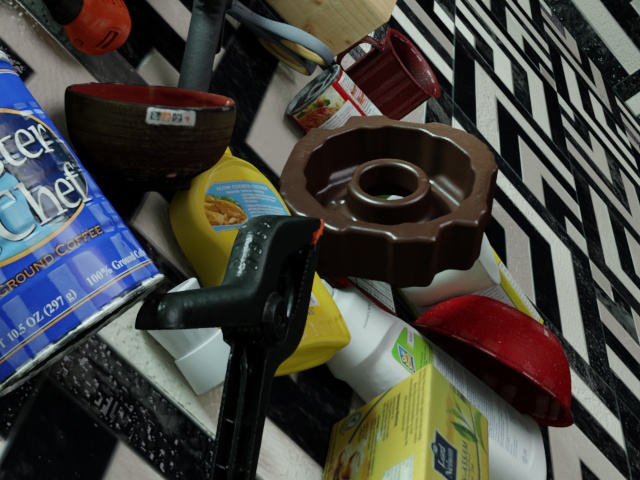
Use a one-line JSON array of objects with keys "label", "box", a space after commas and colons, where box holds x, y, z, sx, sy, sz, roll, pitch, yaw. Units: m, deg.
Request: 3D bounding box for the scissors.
[{"label": "scissors", "box": [-0.063, -0.214, 1.014, 0.096, 0.016, 0.201, 15, -14, 49]}]

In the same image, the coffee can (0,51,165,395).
[{"label": "coffee can", "box": [-0.159, -0.008, 0.528, 0.140, 0.103, 0.102, 54, 24, 0]}]

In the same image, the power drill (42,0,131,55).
[{"label": "power drill", "box": [-0.228, -0.222, 0.736, 0.187, 0.057, 0.184, 10, 43, -56]}]

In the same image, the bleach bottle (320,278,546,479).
[{"label": "bleach bottle", "box": [0.074, 0.112, 0.843, 0.250, 0.068, 0.102, 43, 23, -18]}]

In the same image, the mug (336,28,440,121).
[{"label": "mug", "box": [0.065, -0.179, 1.177, 0.117, 0.082, 0.093, 36, 30, -34]}]

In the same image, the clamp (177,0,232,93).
[{"label": "clamp", "box": [-0.088, -0.192, 0.857, 0.039, 0.172, 0.120, 6, 44, -8]}]

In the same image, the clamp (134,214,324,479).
[{"label": "clamp", "box": [-0.043, 0.042, 0.617, 0.209, 0.036, 0.164, -68, 153, -44]}]

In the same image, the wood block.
[{"label": "wood block", "box": [-0.023, -0.287, 1.030, 0.206, 0.090, 0.090, 43, 43, -23]}]

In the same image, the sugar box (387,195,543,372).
[{"label": "sugar box", "box": [0.117, 0.030, 0.984, 0.176, 0.093, 0.048, 57, 16, 4]}]

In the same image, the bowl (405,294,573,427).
[{"label": "bowl", "box": [0.148, 0.092, 0.891, 0.162, 0.055, 0.162, 30, -15, 8]}]

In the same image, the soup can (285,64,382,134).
[{"label": "soup can", "box": [0.025, -0.110, 1.032, 0.102, 0.069, 0.068, 46, 26, -17]}]

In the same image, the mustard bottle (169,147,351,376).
[{"label": "mustard bottle", "box": [-0.055, 0.001, 0.753, 0.096, 0.058, 0.192, -4, 60, -46]}]
